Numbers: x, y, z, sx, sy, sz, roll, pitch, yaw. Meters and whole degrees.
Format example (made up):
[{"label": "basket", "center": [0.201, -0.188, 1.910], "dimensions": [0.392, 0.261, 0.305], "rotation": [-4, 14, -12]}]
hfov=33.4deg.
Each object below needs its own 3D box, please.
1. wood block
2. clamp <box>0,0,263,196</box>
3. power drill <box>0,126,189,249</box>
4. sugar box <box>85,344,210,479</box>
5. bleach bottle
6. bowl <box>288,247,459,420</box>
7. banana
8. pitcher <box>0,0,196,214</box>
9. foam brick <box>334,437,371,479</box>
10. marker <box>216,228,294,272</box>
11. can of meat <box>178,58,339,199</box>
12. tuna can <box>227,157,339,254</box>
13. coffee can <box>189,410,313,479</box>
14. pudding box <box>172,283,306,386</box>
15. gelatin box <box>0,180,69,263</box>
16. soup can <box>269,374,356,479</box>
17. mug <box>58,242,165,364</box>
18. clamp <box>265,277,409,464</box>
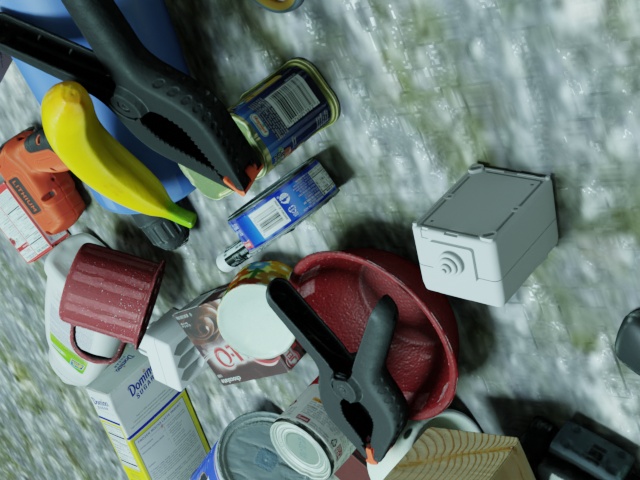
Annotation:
[{"label": "wood block", "center": [0.131, 0.254, 0.818], "dimensions": [0.091, 0.090, 0.206], "rotation": [-3, 120, 46]}, {"label": "clamp", "center": [-0.119, -0.105, 0.688], "dimensions": [0.210, 0.036, 0.165], "rotation": [36, 158, -13]}, {"label": "power drill", "center": [-0.218, -0.059, 1.008], "dimensions": [0.188, 0.057, 0.184], "rotation": [-16, 111, 48]}, {"label": "sugar box", "center": [-0.186, 0.205, 1.182], "dimensions": [0.048, 0.093, 0.176], "rotation": [8, 127, 41]}, {"label": "bleach bottle", "center": [-0.270, 0.095, 1.193], "dimensions": [0.102, 0.068, 0.251], "rotation": [43, 145, 7]}, {"label": "bowl", "center": [0.052, 0.063, 0.845], "dimensions": [0.162, 0.055, 0.162], "rotation": [27, 139, 26]}, {"label": "banana", "center": [-0.150, -0.063, 0.744], "dimensions": [0.070, 0.037, 0.197], "rotation": [6, 161, 20]}, {"label": "pitcher", "center": [-0.173, -0.148, 0.828], "dimensions": [0.145, 0.149, 0.243], "rotation": [-3, 129, 23]}, {"label": "foam brick", "center": [0.053, 0.204, 0.976], "dimensions": [0.078, 0.051, 0.053], "rotation": [39, 143, 12]}, {"label": "marker", "center": [-0.056, 0.001, 0.929], "dimensions": [0.020, 0.020, 0.121], "rotation": [52, 143, -5]}, {"label": "can of meat", "center": [-0.049, -0.080, 0.793], "dimensions": [0.057, 0.083, 0.102], "rotation": [54, 143, -9]}, {"label": "tuna can", "center": [-0.029, -0.027, 0.821], "dimensions": [0.034, 0.086, 0.086], "rotation": [54, 143, -6]}, {"label": "coffee can", "center": [-0.076, 0.250, 1.103], "dimensions": [0.103, 0.102, 0.140], "rotation": [43, 143, 7]}, {"label": "pudding box", "center": [-0.076, 0.087, 1.009], "dimensions": [0.114, 0.039, 0.090], "rotation": [-19, 108, 51]}, {"label": "gelatin box", "center": [-0.321, -0.024, 1.162], "dimensions": [0.089, 0.030, 0.073], "rotation": [54, 142, -9]}, {"label": "soup can", "center": [0.013, 0.150, 0.924], "dimensions": [0.069, 0.102, 0.068], "rotation": [27, 139, 26]}, {"label": "mug", "center": [-0.206, 0.062, 1.037], "dimensions": [0.081, 0.117, 0.093], "rotation": [17, -179, -3]}, {"label": "clamp", "center": [0.032, 0.102, 0.822], "dimensions": [0.120, 0.039, 0.171], "rotation": [2, 126, 50]}]
